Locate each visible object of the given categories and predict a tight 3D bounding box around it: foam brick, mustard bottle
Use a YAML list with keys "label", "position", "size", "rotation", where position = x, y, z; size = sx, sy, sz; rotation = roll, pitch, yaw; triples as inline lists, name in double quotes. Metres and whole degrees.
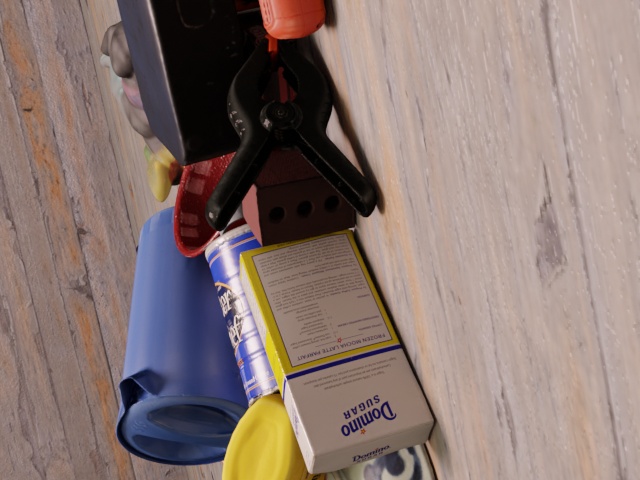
- label: "foam brick"
  position: [-0.019, -0.036, 0.823]
  size: [0.051, 0.078, 0.053]
  rotation: [-120, 21, -53]
- label: "mustard bottle"
  position: [-0.009, 0.171, 0.877]
  size: [0.191, 0.058, 0.096]
  rotation: [10, -83, -66]

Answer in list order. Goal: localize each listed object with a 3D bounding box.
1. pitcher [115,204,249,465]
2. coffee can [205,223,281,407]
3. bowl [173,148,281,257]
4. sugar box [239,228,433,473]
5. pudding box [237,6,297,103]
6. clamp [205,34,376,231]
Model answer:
- label: "pitcher"
  position: [-0.121, 0.092, 1.050]
  size: [0.149, 0.145, 0.243]
  rotation: [100, 169, -51]
- label: "coffee can"
  position: [-0.031, 0.061, 0.910]
  size: [0.103, 0.102, 0.140]
  rotation: [116, 139, -69]
- label: "bowl"
  position: [-0.080, -0.055, 1.010]
  size: [0.162, 0.055, 0.162]
  rotation: [-40, 40, 45]
- label: "sugar box"
  position: [0.008, 0.079, 0.794]
  size: [0.048, 0.093, 0.176]
  rotation: [98, 155, -58]
- label: "pudding box"
  position: [-0.054, -0.155, 0.929]
  size: [0.113, 0.039, 0.090]
  rotation: [-120, 22, -49]
- label: "clamp"
  position: [-0.037, -0.078, 0.786]
  size: [0.039, 0.120, 0.171]
  rotation: [98, 159, -55]
